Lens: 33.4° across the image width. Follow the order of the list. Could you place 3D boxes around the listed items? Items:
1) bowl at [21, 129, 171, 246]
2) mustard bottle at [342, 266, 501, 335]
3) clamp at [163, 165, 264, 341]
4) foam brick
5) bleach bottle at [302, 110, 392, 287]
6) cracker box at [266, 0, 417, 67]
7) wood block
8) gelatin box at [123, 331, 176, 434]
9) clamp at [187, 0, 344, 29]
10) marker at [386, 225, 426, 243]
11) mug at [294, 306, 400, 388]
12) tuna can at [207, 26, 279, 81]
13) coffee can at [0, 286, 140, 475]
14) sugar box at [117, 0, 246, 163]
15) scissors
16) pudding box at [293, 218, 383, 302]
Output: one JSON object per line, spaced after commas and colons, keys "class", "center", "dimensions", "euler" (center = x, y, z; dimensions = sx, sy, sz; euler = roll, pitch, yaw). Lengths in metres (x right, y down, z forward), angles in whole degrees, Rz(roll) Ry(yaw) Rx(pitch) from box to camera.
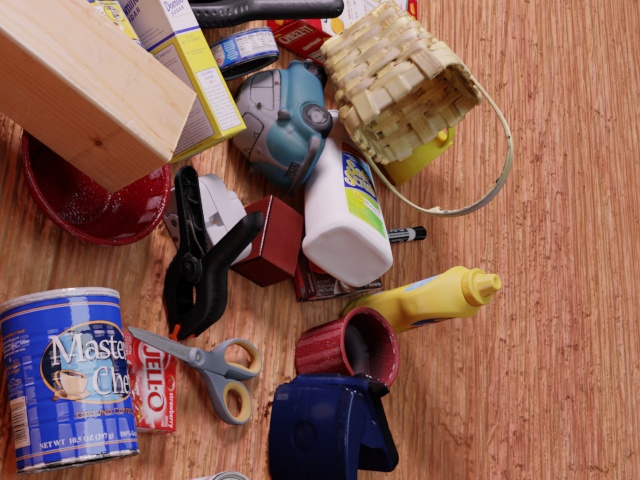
{"class": "bowl", "center": [-0.221, -0.066, 1.004], "dimensions": [0.161, 0.055, 0.162], "euler": [20, 61, -40]}
{"class": "mustard bottle", "center": [0.122, 0.069, 1.206], "dimensions": [0.096, 0.192, 0.058], "euler": [-8, 81, -48]}
{"class": "clamp", "center": [-0.107, 0.023, 1.025], "dimensions": [0.039, 0.120, 0.171], "euler": [-7, 112, -39]}
{"class": "foam brick", "center": [-0.058, 0.001, 1.151], "dimensions": [0.051, 0.053, 0.078], "euler": [31, 55, -34]}
{"class": "bleach bottle", "center": [0.020, -0.067, 1.212], "dimensions": [0.102, 0.068, 0.251], "euler": [36, 30, -34]}
{"class": "cracker box", "center": [0.031, -0.295, 1.349], "dimensions": [0.213, 0.072, 0.164], "euler": [20, 63, -40]}
{"class": "wood block", "center": [-0.221, -0.144, 0.921], "dimensions": [0.206, 0.091, 0.090], "euler": [40, 47, -30]}
{"class": "gelatin box", "center": [-0.171, 0.133, 0.995], "dimensions": [0.073, 0.030, 0.089], "euler": [17, 63, -42]}
{"class": "clamp", "center": [-0.102, -0.261, 1.184], "dimensions": [0.209, 0.165, 0.036], "euler": [-14, 116, -28]}
{"class": "marker", "center": [0.093, -0.006, 1.337], "dimensions": [0.120, 0.020, 0.020], "euler": [-6, 79, -47]}
{"class": "mug", "center": [0.026, 0.137, 1.161], "dimensions": [0.093, 0.082, 0.117], "euler": [25, 57, -38]}
{"class": "tuna can", "center": [-0.089, -0.204, 1.176], "dimensions": [0.085, 0.086, 0.034], "euler": [-19, 90, -48]}
{"class": "coffee can", "center": [-0.212, 0.119, 0.902], "dimensions": [0.102, 0.103, 0.140], "euler": [3, 73, -46]}
{"class": "sugar box", "center": [-0.153, -0.175, 1.091], "dimensions": [0.048, 0.094, 0.176], "euler": [-26, 94, -49]}
{"class": "scissors", "center": [-0.117, 0.133, 1.031], "dimensions": [0.201, 0.016, 0.096], "euler": [10, 75, -58]}
{"class": "pudding box", "center": [0.013, 0.021, 1.227], "dimensions": [0.113, 0.039, 0.090], "euler": [-3, 76, -48]}
